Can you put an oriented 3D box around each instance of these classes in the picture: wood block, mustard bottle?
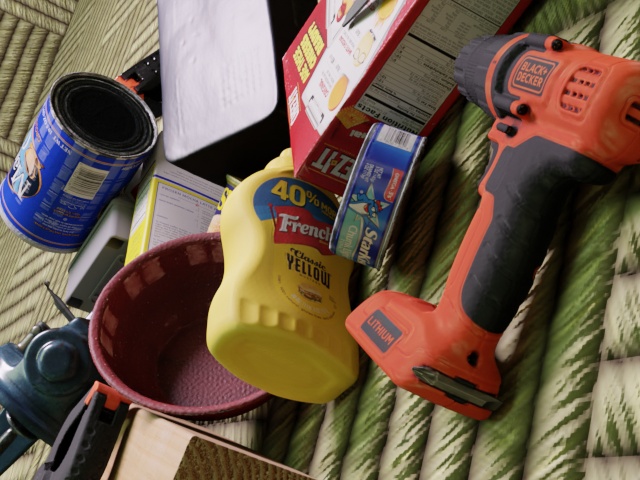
[{"bbox_3d":[-0.093,0.169,0.709,0.206,0.090,0.090,-2,66,65],"label":"wood block"},{"bbox_3d":[-0.021,0.008,0.698,0.058,0.096,0.191,-45,30,36],"label":"mustard bottle"}]

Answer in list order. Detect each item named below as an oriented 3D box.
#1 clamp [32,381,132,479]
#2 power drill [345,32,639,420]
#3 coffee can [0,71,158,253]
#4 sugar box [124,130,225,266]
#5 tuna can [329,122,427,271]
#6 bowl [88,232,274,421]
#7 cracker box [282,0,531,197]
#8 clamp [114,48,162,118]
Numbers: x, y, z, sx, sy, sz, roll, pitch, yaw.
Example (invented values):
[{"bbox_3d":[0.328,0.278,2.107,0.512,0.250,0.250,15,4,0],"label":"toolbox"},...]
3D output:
[{"bbox_3d":[-0.182,0.171,0.735,0.171,0.039,0.120,-61,27,0],"label":"clamp"},{"bbox_3d":[0.082,-0.018,0.545,0.188,0.057,0.184,-64,19,8],"label":"power drill"},{"bbox_3d":[-0.225,-0.070,0.982,0.141,0.102,0.103,-50,27,38],"label":"coffee can"},{"bbox_3d":[-0.117,-0.011,0.940,0.048,0.093,0.176,-50,26,35],"label":"sugar box"},{"bbox_3d":[0.035,-0.027,0.646,0.086,0.034,0.086,21,-91,-85],"label":"tuna can"},{"bbox_3d":[-0.075,0.069,0.740,0.055,0.162,0.162,85,-176,-45],"label":"bowl"},{"bbox_3d":[0.059,-0.151,0.713,0.214,0.072,0.164,-54,25,30],"label":"cracker box"},{"bbox_3d":[-0.136,-0.178,1.101,0.165,0.036,0.209,-52,-11,23],"label":"clamp"}]
